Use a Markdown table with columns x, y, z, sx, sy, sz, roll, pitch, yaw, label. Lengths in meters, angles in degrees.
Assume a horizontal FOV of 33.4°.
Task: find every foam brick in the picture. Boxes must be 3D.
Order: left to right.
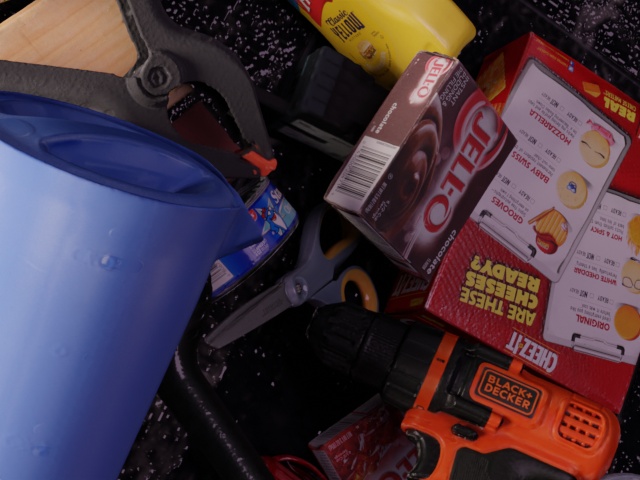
| x | y | z | sx | sy | sz | roll | pitch | yaw | label |
| --- | --- | --- | --- | --- | --- | --- | --- | --- | --- |
| -0.091 | -0.038 | 0.649 | 0.078 | 0.053 | 0.051 | -43 | 100 | -23 | foam brick |

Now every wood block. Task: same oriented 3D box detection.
| x | y | z | sx | sy | sz | roll | pitch | yaw | label |
| --- | --- | --- | --- | --- | --- | --- | --- | --- | --- |
| -0.184 | -0.051 | 0.590 | 0.205 | 0.090 | 0.091 | -42 | 100 | -24 | wood block |

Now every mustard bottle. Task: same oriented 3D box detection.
| x | y | z | sx | sy | sz | roll | pitch | yaw | label |
| --- | --- | --- | --- | --- | --- | --- | --- | --- | --- |
| 0.007 | -0.178 | 0.690 | 0.191 | 0.096 | 0.058 | 45 | 68 | -12 | mustard bottle |

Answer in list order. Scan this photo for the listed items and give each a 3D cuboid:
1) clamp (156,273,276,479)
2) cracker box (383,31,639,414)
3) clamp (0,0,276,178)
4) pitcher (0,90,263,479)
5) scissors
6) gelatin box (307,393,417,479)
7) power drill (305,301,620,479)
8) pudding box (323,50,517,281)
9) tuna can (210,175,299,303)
| x | y | z | sx | sy | sz | roll | pitch | yaw | label |
| --- | --- | --- | --- | --- | --- | --- | --- | --- | --- |
| -0.113 | 0.064 | 0.589 | 0.165 | 0.036 | 0.210 | -11 | 85 | 14 | clamp |
| 0.158 | -0.010 | 0.744 | 0.164 | 0.072 | 0.213 | 29 | 72 | -17 | cracker box |
| -0.100 | -0.081 | 0.561 | 0.120 | 0.039 | 0.171 | -44 | 108 | -5 | clamp |
| -0.147 | 0.057 | 0.504 | 0.149 | 0.144 | 0.243 | 28 | 105 | 21 | pitcher |
| -0.007 | 0.043 | 0.640 | 0.096 | 0.016 | 0.201 | 64 | 30 | -20 | scissors |
| 0.048 | 0.139 | 0.694 | 0.089 | 0.030 | 0.073 | -32 | 95 | -24 | gelatin box |
| 0.050 | 0.136 | 0.572 | 0.184 | 0.057 | 0.187 | 22 | 66 | 11 | power drill |
| 0.063 | -0.045 | 0.653 | 0.113 | 0.039 | 0.090 | -55 | 135 | -7 | pudding box |
| -0.054 | 0.001 | 0.641 | 0.086 | 0.086 | 0.033 | -46 | 102 | -23 | tuna can |
